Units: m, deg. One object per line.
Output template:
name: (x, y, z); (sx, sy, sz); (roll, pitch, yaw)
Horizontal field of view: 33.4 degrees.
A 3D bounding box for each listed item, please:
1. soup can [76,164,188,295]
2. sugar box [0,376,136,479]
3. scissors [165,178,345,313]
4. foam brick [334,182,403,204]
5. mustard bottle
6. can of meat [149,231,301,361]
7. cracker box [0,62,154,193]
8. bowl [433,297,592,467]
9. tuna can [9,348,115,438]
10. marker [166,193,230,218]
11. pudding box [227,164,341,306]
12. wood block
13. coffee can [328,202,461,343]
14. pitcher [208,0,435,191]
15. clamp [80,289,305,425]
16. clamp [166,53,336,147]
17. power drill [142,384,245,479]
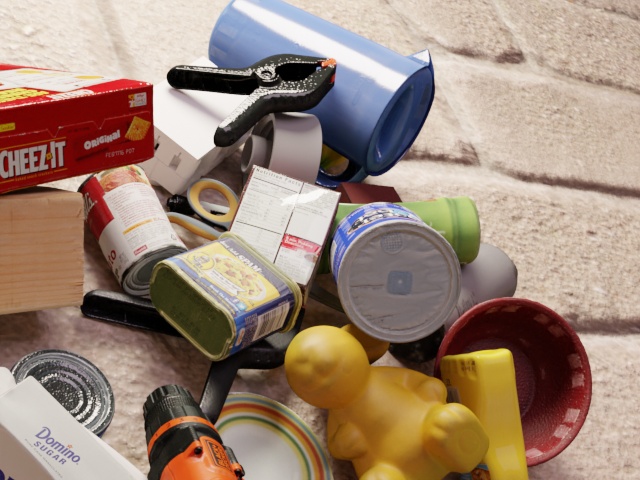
soup can: (-0.166, -0.010, 0.948); (0.068, 0.069, 0.102); (-7, 55, -43)
sugar box: (-0.188, 0.171, 0.643); (0.093, 0.176, 0.048); (42, 37, 8)
scissors: (-0.057, 0.001, 1.020); (0.201, 0.016, 0.096); (17, 62, -6)
foam brick: (0.048, -0.025, 1.146); (0.078, 0.053, 0.051); (2, 48, -36)
mustard bottle: (0.150, 0.194, 0.938); (0.058, 0.096, 0.191); (-6, 84, -14)
can of meat: (-0.081, 0.047, 0.895); (0.102, 0.057, 0.083); (38, 36, 24)
cracker box: (-0.267, -0.096, 0.873); (0.214, 0.072, 0.163); (13, 22, 36)
bowl: (0.177, 0.137, 1.032); (0.162, 0.055, 0.162); (2, 81, -13)
tuna can: (-0.199, 0.124, 0.804); (0.086, 0.034, 0.086); (21, 39, -19)
marker: (-0.096, -0.025, 1.060); (0.121, 0.020, 0.020); (14, 42, -27)
pudding box: (-0.039, -0.006, 0.993); (0.090, 0.039, 0.113); (18, 59, 3)
wood block: (-0.287, 0.009, 0.787); (0.205, 0.091, 0.090); (-4, 9, -41)
coffee can: (0.061, 0.024, 0.942); (0.102, 0.103, 0.140); (31, 6, -7)
pitcher: (-0.009, -0.173, 1.182); (0.243, 0.145, 0.149); (31, 43, 21)
clamp: (-0.082, 0.089, 0.922); (0.209, 0.036, 0.165); (-6, 42, -44)
clamp: (-0.055, -0.143, 1.054); (0.171, 0.039, 0.120); (-13, 53, -17)
power drill: (-0.042, 0.188, 0.760); (0.187, 0.057, 0.184); (35, 8, -27)
